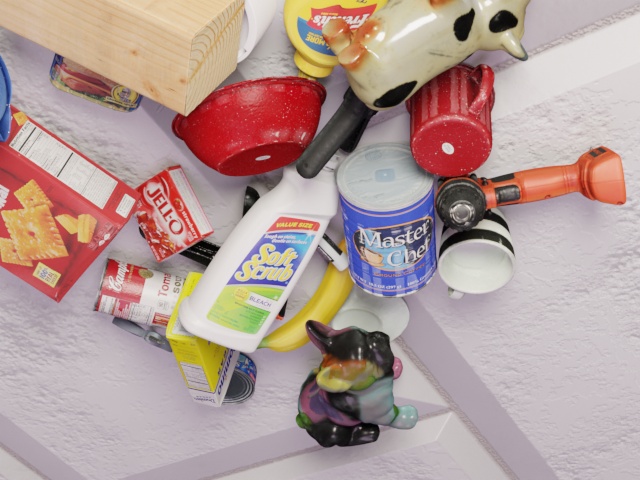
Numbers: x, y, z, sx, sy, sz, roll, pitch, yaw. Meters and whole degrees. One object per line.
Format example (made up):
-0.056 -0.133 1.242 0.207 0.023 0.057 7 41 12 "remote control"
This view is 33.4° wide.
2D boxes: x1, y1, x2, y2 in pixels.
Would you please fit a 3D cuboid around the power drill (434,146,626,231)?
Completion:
0.209 -0.052 1.087 0.188 0.184 0.057 -8 100 7 "power drill"

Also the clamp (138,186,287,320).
-0.092 0.020 1.271 0.165 0.036 0.209 -21 129 33 "clamp"

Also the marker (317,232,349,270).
-0.011 -0.013 1.223 0.020 0.020 0.121 -34 107 33 "marker"

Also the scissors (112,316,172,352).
-0.224 0.113 1.323 0.096 0.016 0.202 26 171 3 "scissors"

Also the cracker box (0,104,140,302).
-0.335 -0.046 1.189 0.213 0.072 0.164 35 129 -16 "cracker box"

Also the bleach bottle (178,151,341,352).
-0.058 0.001 1.182 0.102 0.068 0.251 23 109 -23 "bleach bottle"

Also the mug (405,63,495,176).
0.137 -0.125 1.069 0.093 0.081 0.117 25 132 -19 "mug"

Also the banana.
-0.004 0.076 1.299 0.069 0.037 0.198 13 124 -50 "banana"

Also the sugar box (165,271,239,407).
-0.142 0.126 1.324 0.048 0.093 0.176 9 147 15 "sugar box"

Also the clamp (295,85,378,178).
0.043 -0.139 1.074 0.039 0.120 0.172 39 112 1 "clamp"

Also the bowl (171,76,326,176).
-0.065 -0.106 1.072 0.162 0.055 0.162 -14 167 -4 "bowl"

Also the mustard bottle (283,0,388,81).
0.017 -0.222 1.000 0.096 0.058 0.192 7 138 -20 "mustard bottle"

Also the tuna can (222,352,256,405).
-0.129 0.185 1.446 0.086 0.033 0.086 3 136 3 "tuna can"

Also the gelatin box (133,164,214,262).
-0.172 -0.030 1.204 0.073 0.030 0.089 -28 89 31 "gelatin box"

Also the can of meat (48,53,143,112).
-0.214 -0.183 1.067 0.102 0.057 0.084 21 137 -14 "can of meat"

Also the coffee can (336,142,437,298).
0.075 -0.021 1.167 0.103 0.102 0.140 -1 135 7 "coffee can"

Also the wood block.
-0.182 -0.209 0.960 0.206 0.090 0.090 27 137 12 "wood block"

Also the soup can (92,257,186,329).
-0.222 0.066 1.312 0.102 0.068 0.069 15 135 -10 "soup can"
